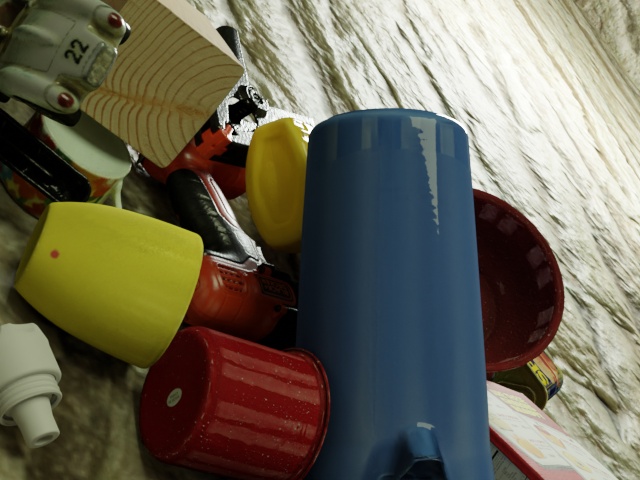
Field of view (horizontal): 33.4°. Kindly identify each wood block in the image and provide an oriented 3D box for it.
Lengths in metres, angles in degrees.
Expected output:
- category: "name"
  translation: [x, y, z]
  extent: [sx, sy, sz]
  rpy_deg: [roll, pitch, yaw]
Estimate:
- category: "wood block"
  translation: [-0.132, -0.140, 0.790]
  extent: [0.090, 0.090, 0.206]
  rpy_deg: [37, 9, -24]

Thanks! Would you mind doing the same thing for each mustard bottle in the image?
- category: "mustard bottle"
  translation: [0.015, -0.030, 0.842]
  extent: [0.191, 0.058, 0.096]
  rpy_deg: [16, 62, -59]

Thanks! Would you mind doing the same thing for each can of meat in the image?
- category: "can of meat"
  translation: [0.181, 0.120, 1.022]
  extent: [0.102, 0.057, 0.083]
  rpy_deg: [54, 23, 12]

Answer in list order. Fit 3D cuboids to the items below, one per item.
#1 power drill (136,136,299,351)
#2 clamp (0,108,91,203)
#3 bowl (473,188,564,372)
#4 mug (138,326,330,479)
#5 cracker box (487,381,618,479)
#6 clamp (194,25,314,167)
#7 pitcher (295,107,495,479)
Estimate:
- category: "power drill"
  translation: [-0.055, 0.001, 0.815]
  extent: [0.184, 0.057, 0.188]
  rpy_deg: [22, 34, -49]
- category: "clamp"
  translation: [-0.231, -0.096, 0.632]
  extent: [0.210, 0.036, 0.164]
  rpy_deg: [30, -16, 25]
- category: "bowl"
  translation: [0.108, 0.038, 0.846]
  extent: [0.162, 0.055, 0.162]
  rpy_deg: [8, 60, -14]
- category: "mug"
  translation: [-0.059, 0.093, 0.647]
  extent: [0.081, 0.093, 0.117]
  rpy_deg: [22, 22, -35]
- category: "cracker box"
  translation: [0.155, 0.182, 0.798]
  extent: [0.164, 0.072, 0.214]
  rpy_deg: [25, 11, -41]
- category: "clamp"
  translation: [-0.067, -0.112, 0.845]
  extent: [0.120, 0.039, 0.171]
  rpy_deg: [47, 22, -2]
- category: "pitcher"
  translation: [0.042, 0.044, 0.711]
  extent: [0.144, 0.149, 0.243]
  rpy_deg: [11, 77, -54]
